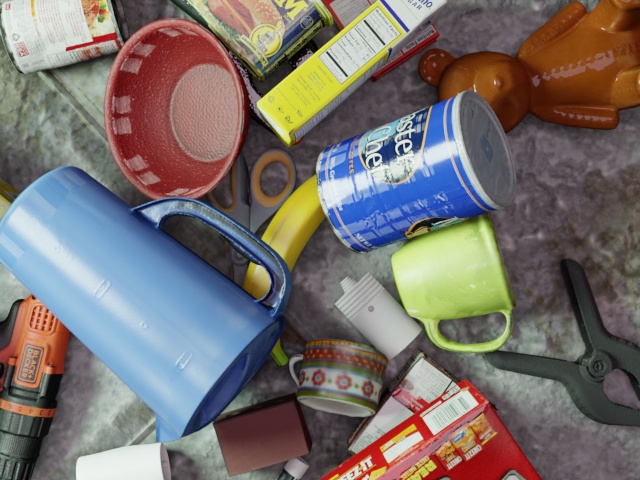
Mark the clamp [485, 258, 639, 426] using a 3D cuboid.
[{"bbox_3d":[0.236,0.115,0.966,0.120,0.039,0.171,-40,89,4],"label":"clamp"}]

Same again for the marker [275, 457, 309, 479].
[{"bbox_3d":[-0.052,0.250,0.977,0.020,0.020,0.121,34,90,2],"label":"marker"}]

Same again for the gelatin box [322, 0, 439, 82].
[{"bbox_3d":[0.055,-0.202,0.982,0.073,0.030,0.089,-34,89,-1],"label":"gelatin box"}]

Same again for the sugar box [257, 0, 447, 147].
[{"bbox_3d":[0.025,-0.155,0.919,0.176,0.093,0.048,-43,92,-1],"label":"sugar box"}]

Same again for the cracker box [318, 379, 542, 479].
[{"bbox_3d":[0.122,0.251,0.921,0.164,0.072,0.213,-35,106,-1],"label":"cracker box"}]

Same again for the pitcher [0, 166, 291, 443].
[{"bbox_3d":[-0.152,0.039,0.914,0.243,0.145,0.149,39,51,10],"label":"pitcher"}]

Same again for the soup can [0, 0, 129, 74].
[{"bbox_3d":[-0.231,-0.195,0.969,0.102,0.068,0.068,-14,88,1],"label":"soup can"}]

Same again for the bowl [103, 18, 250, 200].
[{"bbox_3d":[-0.117,-0.114,0.951,0.162,0.055,0.162,4,97,33],"label":"bowl"}]

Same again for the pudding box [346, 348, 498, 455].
[{"bbox_3d":[0.092,0.170,0.967,0.090,0.039,0.113,37,92,-1],"label":"pudding box"}]

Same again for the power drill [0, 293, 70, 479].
[{"bbox_3d":[-0.328,0.121,0.969,0.187,0.057,0.184,14,85,-1],"label":"power drill"}]

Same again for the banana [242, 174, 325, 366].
[{"bbox_3d":[-0.028,0.013,0.970,0.037,0.069,0.198,22,91,42],"label":"banana"}]

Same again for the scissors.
[{"bbox_3d":[-0.056,0.001,0.986,0.096,0.016,0.202,-13,88,1],"label":"scissors"}]

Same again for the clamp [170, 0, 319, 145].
[{"bbox_3d":[-0.047,-0.193,0.980,0.164,0.036,0.210,-25,90,1],"label":"clamp"}]

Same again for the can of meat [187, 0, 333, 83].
[{"bbox_3d":[-0.054,-0.202,0.933,0.084,0.057,0.102,-42,86,1],"label":"can of meat"}]

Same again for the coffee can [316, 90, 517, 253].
[{"bbox_3d":[0.082,-0.056,0.914,0.141,0.102,0.103,-19,88,30],"label":"coffee can"}]

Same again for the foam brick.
[{"bbox_3d":[-0.052,0.174,0.963,0.078,0.053,0.051,-16,88,0],"label":"foam brick"}]
